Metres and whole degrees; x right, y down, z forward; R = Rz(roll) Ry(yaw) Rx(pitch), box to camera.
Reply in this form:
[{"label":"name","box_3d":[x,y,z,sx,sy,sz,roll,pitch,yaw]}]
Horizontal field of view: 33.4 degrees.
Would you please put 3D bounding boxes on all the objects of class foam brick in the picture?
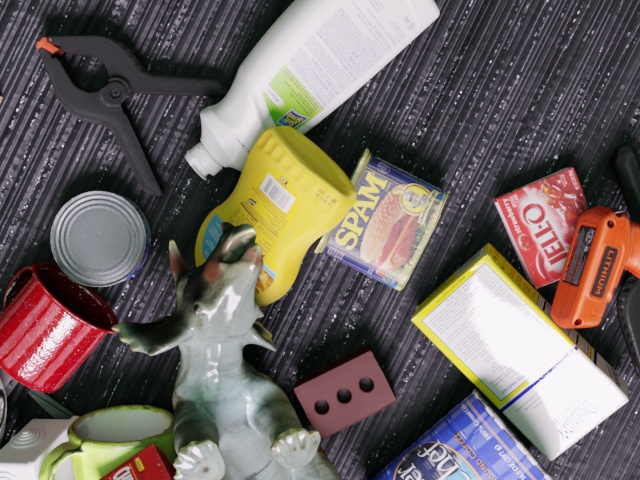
[{"label":"foam brick","box_3d":[0.021,0.134,0.946,0.078,0.051,0.053,-28,90,3]}]

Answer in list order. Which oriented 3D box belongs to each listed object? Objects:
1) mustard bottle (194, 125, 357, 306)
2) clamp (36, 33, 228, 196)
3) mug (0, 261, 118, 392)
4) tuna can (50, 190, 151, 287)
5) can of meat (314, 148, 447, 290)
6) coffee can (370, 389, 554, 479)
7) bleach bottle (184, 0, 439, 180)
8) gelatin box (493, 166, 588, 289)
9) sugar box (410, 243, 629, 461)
[{"label":"mustard bottle","box_3d":[-0.056,0.001,0.923,0.096,0.058,0.192,44,116,15]},{"label":"clamp","box_3d":[-0.170,-0.136,0.955,0.171,0.039,0.120,43,86,-6]},{"label":"mug","box_3d":[-0.246,0.071,0.944,0.081,0.093,0.117,-49,58,7]},{"label":"tuna can","box_3d":[-0.196,-0.002,0.960,0.086,0.034,0.086,0,91,2]},{"label":"can of meat","box_3d":[0.054,-0.017,0.940,0.084,0.057,0.102,27,93,-1]},{"label":"coffee can","box_3d":[0.114,0.212,0.918,0.140,0.103,0.103,-41,90,2]},{"label":"bleach bottle","box_3d":[-0.021,-0.151,0.926,0.251,0.068,0.102,-41,120,4]},{"label":"gelatin box","box_3d":[0.205,-0.011,0.946,0.073,0.030,0.089,-23,90,3]},{"label":"sugar box","box_3d":[0.174,0.097,0.933,0.176,0.048,0.093,45,111,-2]}]
